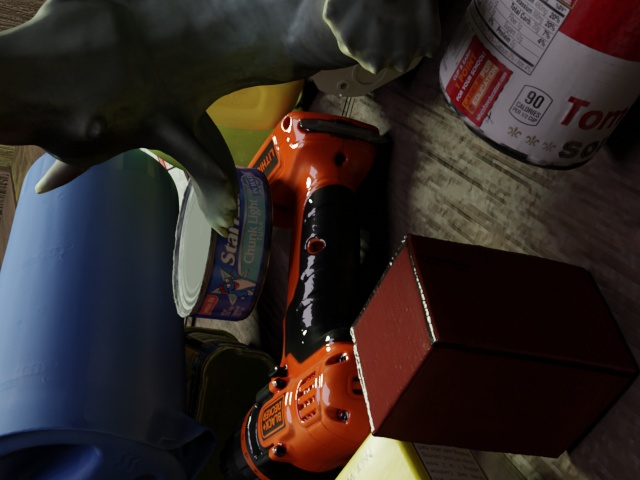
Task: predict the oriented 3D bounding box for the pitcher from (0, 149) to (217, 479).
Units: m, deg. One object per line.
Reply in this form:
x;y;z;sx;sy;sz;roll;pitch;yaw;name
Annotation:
-0.155;0.056;0.668;0.145;0.149;0.243;-51;31;39;pitcher

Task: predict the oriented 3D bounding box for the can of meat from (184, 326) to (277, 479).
-0.070;0.112;0.695;0.084;0.057;0.102;-173;93;-67;can of meat

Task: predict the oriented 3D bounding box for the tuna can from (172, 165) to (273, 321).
-0.054;0.001;0.577;0.086;0.033;0.086;-173;90;-71;tuna can

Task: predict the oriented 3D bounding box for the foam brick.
0.058;0.038;0.378;0.053;0.078;0.051;-101;29;-46;foam brick

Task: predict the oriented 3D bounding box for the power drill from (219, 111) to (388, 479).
-0.011;0.039;0.584;0.185;0.057;0.187;137;135;-57;power drill
